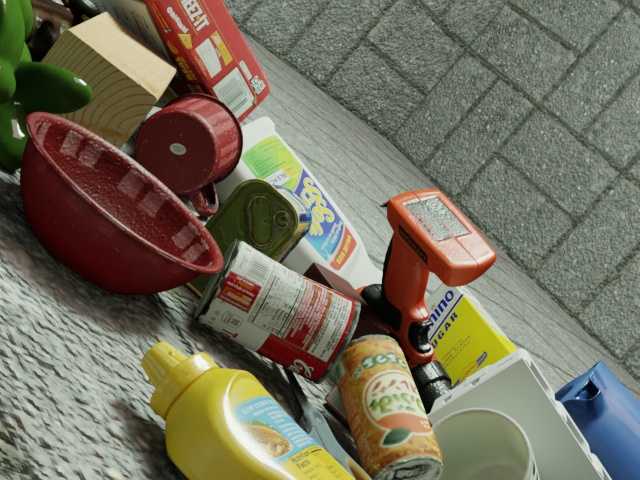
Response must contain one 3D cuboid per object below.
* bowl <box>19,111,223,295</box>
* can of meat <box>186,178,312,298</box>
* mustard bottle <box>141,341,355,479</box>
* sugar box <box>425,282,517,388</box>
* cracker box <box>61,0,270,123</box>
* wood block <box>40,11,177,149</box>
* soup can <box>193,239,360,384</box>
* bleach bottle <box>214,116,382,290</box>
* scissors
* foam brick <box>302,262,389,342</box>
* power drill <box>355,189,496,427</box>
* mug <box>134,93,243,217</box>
[{"bbox_3d":[-0.143,-0.014,0.711,0.162,0.055,0.162,39,10,-9],"label":"bowl"},{"bbox_3d":[-0.055,0.001,0.845,0.057,0.102,0.084,42,8,7],"label":"can of meat"},{"bbox_3d":[-0.024,0.124,0.552,0.192,0.058,0.096,44,12,16],"label":"mustard bottle"},{"bbox_3d":[0.149,0.119,1.110,0.048,0.093,0.176,34,11,-33],"label":"sugar box"},{"bbox_3d":[-0.166,-0.214,1.107,0.214,0.072,0.164,22,-29,47],"label":"cracker box"},{"bbox_3d":[-0.194,-0.132,0.937,0.090,0.090,0.206,38,11,-12],"label":"wood block"},{"bbox_3d":[-0.031,0.051,0.769,0.102,0.068,0.068,28,12,-9],"label":"soup can"},{"bbox_3d":[-0.009,-0.008,1.085,0.251,0.068,0.102,46,43,7],"label":"bleach bottle"},{"bbox_3d":[-0.013,0.124,0.714,0.096,0.016,0.202,30,14,-44],"label":"scissors"},{"bbox_3d":[0.011,0.068,0.939,0.051,0.053,0.078,30,16,-46],"label":"foam brick"},{"bbox_3d":[0.090,0.065,0.926,0.057,0.188,0.185,-14,48,-30],"label":"power drill"},{"bbox_3d":[-0.123,-0.078,1.010,0.081,0.093,0.117,-59,136,-75],"label":"mug"}]
